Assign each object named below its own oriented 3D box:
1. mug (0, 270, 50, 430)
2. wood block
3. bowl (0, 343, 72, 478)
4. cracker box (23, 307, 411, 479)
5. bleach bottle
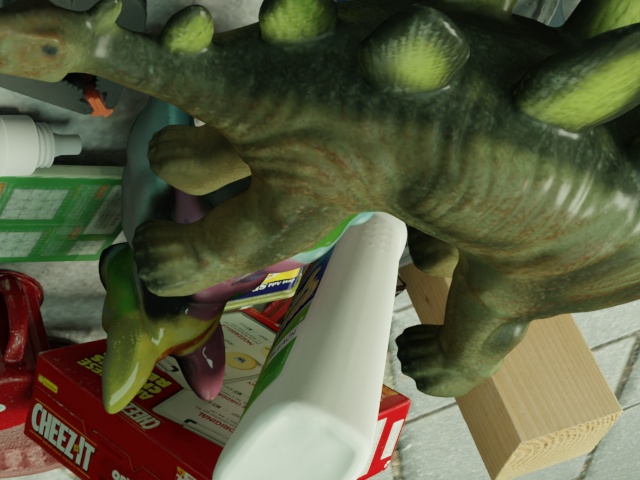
[{"bbox_3d":[-0.221,0.072,0.722,0.093,0.081,0.117,2,143,-38],"label":"mug"},{"bbox_3d":[0.145,0.076,0.863,0.090,0.206,0.090,-15,151,-15],"label":"wood block"},{"bbox_3d":[-0.222,0.128,0.845,0.162,0.055,0.162,-17,151,-10],"label":"bowl"},{"bbox_3d":[-0.066,0.122,0.734,0.213,0.164,0.072,-10,121,-53],"label":"cracker box"},{"bbox_3d":[0.007,0.050,0.663,0.068,0.250,0.103,29,126,-8],"label":"bleach bottle"}]
